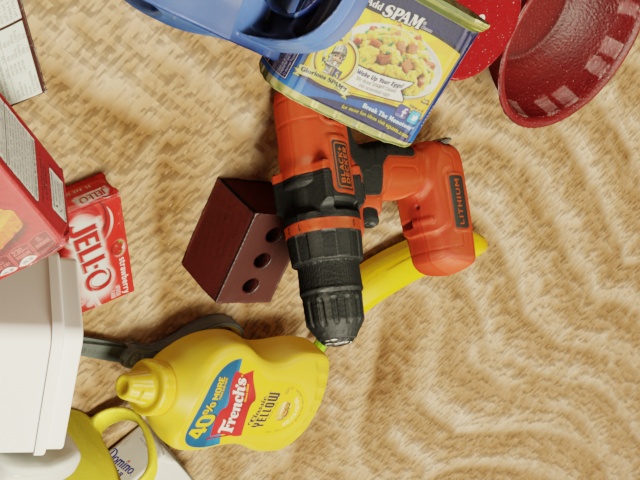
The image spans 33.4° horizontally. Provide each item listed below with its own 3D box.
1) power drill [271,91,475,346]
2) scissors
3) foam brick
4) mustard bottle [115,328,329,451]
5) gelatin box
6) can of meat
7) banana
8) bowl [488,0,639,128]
[{"bbox_3d":[0.042,-0.015,0.771,0.187,0.057,0.184,7,73,-53],"label":"power drill"},{"bbox_3d":[-0.124,0.074,0.799,0.096,0.016,0.201,-47,143,-2],"label":"scissors"},{"bbox_3d":[-0.055,0.001,0.769,0.052,0.051,0.078,1,122,-44],"label":"foam brick"},{"bbox_3d":[-0.079,0.115,0.816,0.191,0.058,0.096,13,110,-50],"label":"mustard bottle"},{"bbox_3d":[-0.162,0.009,0.691,0.073,0.030,0.089,-24,138,-26],"label":"gelatin box"},{"bbox_3d":[0.027,-0.108,0.587,0.102,0.057,0.084,22,109,-26],"label":"can of meat"},{"bbox_3d":[0.070,0.028,0.930,0.197,0.037,0.070,-29,157,-20],"label":"banana"},{"bbox_3d":[0.183,-0.171,0.836,0.161,0.055,0.162,-26,139,-26],"label":"bowl"}]
